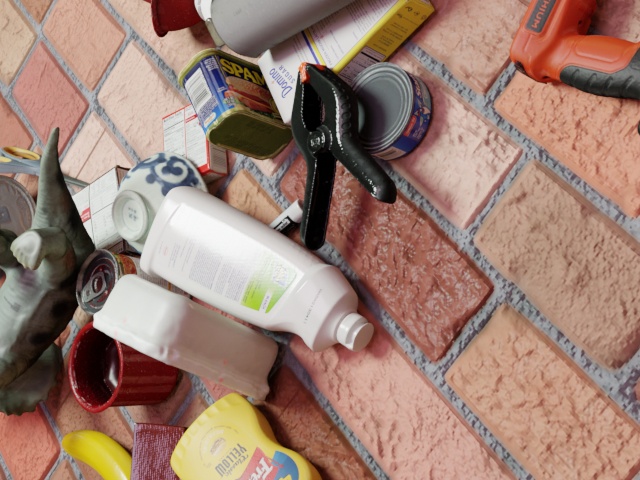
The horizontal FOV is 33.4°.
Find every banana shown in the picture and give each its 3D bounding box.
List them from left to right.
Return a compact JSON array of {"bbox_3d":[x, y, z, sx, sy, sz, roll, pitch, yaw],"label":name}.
[{"bbox_3d":[-0.221,0.251,1.129,0.198,0.037,0.070,42,107,41],"label":"banana"}]

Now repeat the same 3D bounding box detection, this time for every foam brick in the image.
[{"bbox_3d":[-0.157,0.222,1.057,0.051,0.053,0.078,1,77,4],"label":"foam brick"}]

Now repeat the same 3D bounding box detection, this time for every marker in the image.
[{"bbox_3d":[-0.057,0.001,1.061,0.121,0.020,0.020,-40,55,28],"label":"marker"}]

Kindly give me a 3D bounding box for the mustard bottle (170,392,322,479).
[{"bbox_3d":[-0.051,0.227,0.964,0.096,0.058,0.192,-46,50,-7],"label":"mustard bottle"}]

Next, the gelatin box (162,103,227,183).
[{"bbox_3d":[-0.136,-0.103,1.155,0.073,0.030,0.089,-21,66,39],"label":"gelatin box"}]

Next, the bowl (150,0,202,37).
[{"bbox_3d":[-0.139,-0.297,1.158,0.055,0.162,0.162,10,83,2],"label":"bowl"}]

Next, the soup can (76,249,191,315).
[{"bbox_3d":[-0.193,0.052,1.114,0.069,0.102,0.068,-13,70,39],"label":"soup can"}]

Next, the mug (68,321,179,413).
[{"bbox_3d":[-0.210,0.131,1.117,0.117,0.081,0.093,-1,85,43],"label":"mug"}]

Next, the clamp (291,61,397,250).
[{"bbox_3d":[0.004,-0.078,0.971,0.120,0.039,0.171,-38,57,35],"label":"clamp"}]

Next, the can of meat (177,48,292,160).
[{"bbox_3d":[-0.083,-0.134,1.067,0.058,0.101,0.084,-42,56,27],"label":"can of meat"}]

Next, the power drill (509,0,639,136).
[{"bbox_3d":[0.247,-0.161,0.803,0.188,0.057,0.184,34,101,42],"label":"power drill"}]

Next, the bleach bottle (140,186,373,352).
[{"bbox_3d":[-0.057,0.040,1.008,0.251,0.067,0.103,30,104,32],"label":"bleach bottle"}]

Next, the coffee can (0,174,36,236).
[{"bbox_3d":[-0.443,-0.018,1.360,0.141,0.102,0.103,-15,68,39],"label":"coffee can"}]

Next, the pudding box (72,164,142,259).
[{"bbox_3d":[-0.242,-0.017,1.222,0.090,0.039,0.113,-27,63,35],"label":"pudding box"}]

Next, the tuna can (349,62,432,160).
[{"bbox_3d":[0.060,-0.117,0.978,0.086,0.033,0.086,-13,70,40],"label":"tuna can"}]

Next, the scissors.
[{"bbox_3d":[-0.357,-0.084,1.315,0.202,0.096,0.016,26,117,46],"label":"scissors"}]

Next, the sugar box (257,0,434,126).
[{"bbox_3d":[0.021,-0.196,1.028,0.176,0.048,0.093,-44,51,29],"label":"sugar box"}]
